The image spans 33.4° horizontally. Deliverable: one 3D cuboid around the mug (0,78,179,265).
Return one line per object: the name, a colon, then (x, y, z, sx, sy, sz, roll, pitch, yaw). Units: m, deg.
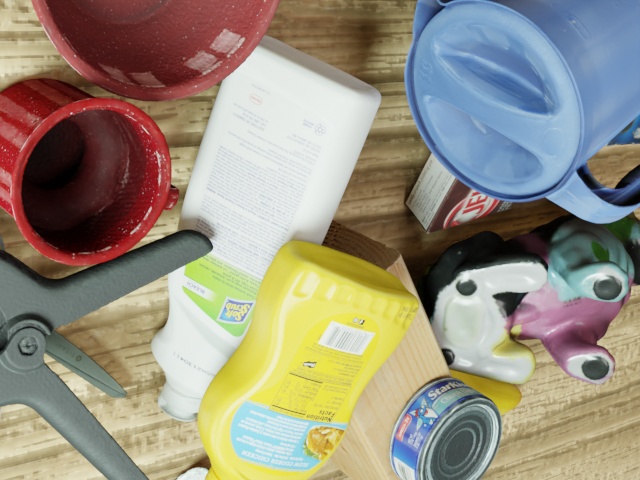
mug: (-0.134, -0.041, 0.602, 0.117, 0.082, 0.093, 12, 101, -41)

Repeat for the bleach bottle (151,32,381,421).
bleach bottle: (-0.055, 0.001, 0.688, 0.251, 0.103, 0.068, -66, 165, 16)

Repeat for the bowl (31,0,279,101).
bowl: (-0.097, -0.162, 0.593, 0.161, 0.055, 0.162, -15, 116, -33)

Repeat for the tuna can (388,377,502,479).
tuna can: (0.092, 0.146, 0.780, 0.085, 0.034, 0.086, -17, 119, -34)

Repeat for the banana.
banana: (0.120, 0.106, 0.905, 0.069, 0.037, 0.197, -46, 131, -12)

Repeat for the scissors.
scissors: (-0.198, 0.057, 0.640, 0.096, 0.016, 0.201, -38, 128, -18)

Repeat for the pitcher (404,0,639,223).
pitcher: (0.186, -0.126, 0.712, 0.242, 0.145, 0.149, -33, 126, -34)

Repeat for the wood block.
wood block: (0.033, 0.096, 0.795, 0.090, 0.090, 0.206, -40, 129, -19)

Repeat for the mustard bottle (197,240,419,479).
mustard bottle: (-0.022, 0.098, 0.665, 0.096, 0.058, 0.192, 18, 107, -34)

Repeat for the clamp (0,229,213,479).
clamp: (-0.167, 0.067, 0.609, 0.209, 0.036, 0.164, 6, 92, -29)

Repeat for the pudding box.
pudding box: (0.124, -0.061, 0.803, 0.089, 0.039, 0.114, -17, 146, -33)
